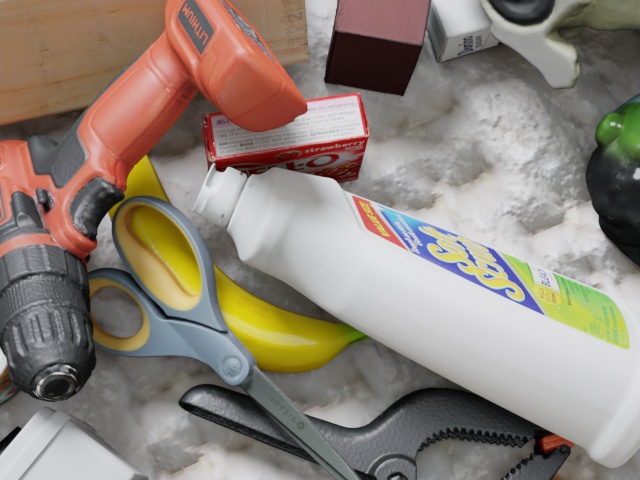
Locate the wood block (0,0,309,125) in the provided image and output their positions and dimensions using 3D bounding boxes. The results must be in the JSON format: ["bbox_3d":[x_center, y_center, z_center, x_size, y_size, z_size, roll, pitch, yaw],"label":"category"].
[{"bbox_3d":[-0.118,-0.140,0.599,0.206,0.090,0.091,-13,49,-6],"label":"wood block"}]

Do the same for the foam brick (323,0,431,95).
[{"bbox_3d":[0.033,-0.125,0.623,0.051,0.078,0.053,11,75,-2],"label":"foam brick"}]

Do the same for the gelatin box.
[{"bbox_3d":[-0.020,-0.051,0.602,0.089,0.073,0.030,-10,75,-5],"label":"gelatin box"}]

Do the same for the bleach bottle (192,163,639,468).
[{"bbox_3d":[0.052,0.026,0.557,0.250,0.102,0.068,24,113,-4],"label":"bleach bottle"}]

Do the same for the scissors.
[{"bbox_3d":[-0.063,0.070,0.567,0.096,0.016,0.202,-34,81,18],"label":"scissors"}]

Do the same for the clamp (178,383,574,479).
[{"bbox_3d":[0.032,0.126,0.577,0.210,0.036,0.164,-21,74,-9],"label":"clamp"}]

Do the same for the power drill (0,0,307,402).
[{"bbox_3d":[-0.098,-0.033,0.528,0.188,0.057,0.184,-40,44,10],"label":"power drill"}]

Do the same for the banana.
[{"bbox_3d":[-0.062,0.016,0.603,0.198,0.037,0.069,37,70,7],"label":"banana"}]
